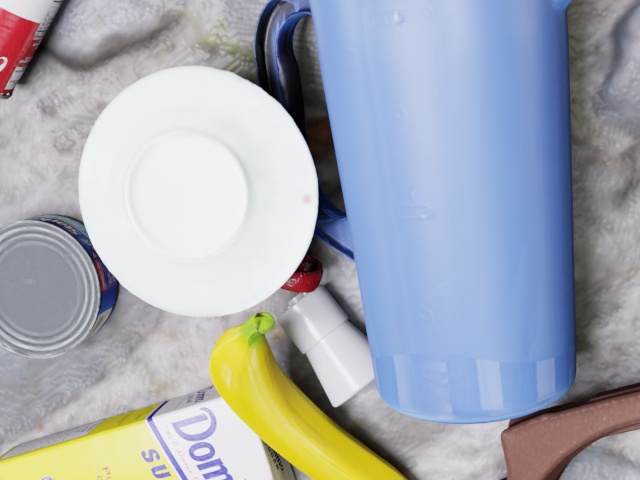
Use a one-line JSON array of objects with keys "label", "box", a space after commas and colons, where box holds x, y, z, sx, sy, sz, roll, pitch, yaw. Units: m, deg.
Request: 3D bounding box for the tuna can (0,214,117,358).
[{"label": "tuna can", "box": [-0.170, 0.027, 0.660, 0.086, 0.033, 0.086, 2, 100, 11]}]

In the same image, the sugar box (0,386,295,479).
[{"label": "sugar box", "box": [-0.108, 0.153, 0.662, 0.176, 0.048, 0.093, -18, 95, 15]}]

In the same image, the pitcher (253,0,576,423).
[{"label": "pitcher", "box": [0.060, -0.035, 0.560, 0.144, 0.149, 0.243, -11, 102, -18]}]

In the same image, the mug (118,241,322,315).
[{"label": "mug", "box": [-0.054, 0.001, 0.606, 0.117, 0.081, 0.093, 27, 104, 6]}]

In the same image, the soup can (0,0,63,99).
[{"label": "soup can", "box": [-0.186, -0.142, 0.617, 0.068, 0.068, 0.102, 35, 104, 4]}]

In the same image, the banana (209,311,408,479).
[{"label": "banana", "box": [-0.007, 0.107, 0.606, 0.037, 0.070, 0.197, -55, 128, -22]}]
